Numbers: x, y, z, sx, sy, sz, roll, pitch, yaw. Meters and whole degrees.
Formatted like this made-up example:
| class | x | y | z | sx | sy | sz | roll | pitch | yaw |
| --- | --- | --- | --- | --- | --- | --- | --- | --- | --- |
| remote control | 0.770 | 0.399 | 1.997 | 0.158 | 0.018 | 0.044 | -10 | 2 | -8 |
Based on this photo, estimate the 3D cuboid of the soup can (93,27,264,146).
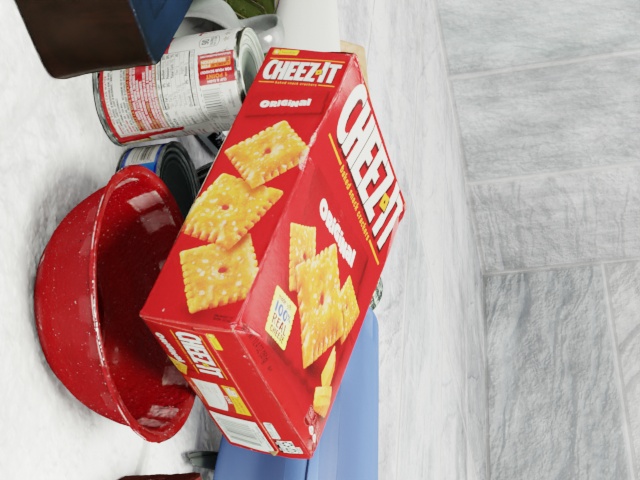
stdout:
| class | x | y | z | sx | sy | sz | roll | pitch | yaw |
| --- | --- | --- | --- | --- | --- | --- | --- | --- | --- |
| soup can | -0.092 | -0.103 | 0.718 | 0.068 | 0.102 | 0.068 | -6 | 90 | -77 |

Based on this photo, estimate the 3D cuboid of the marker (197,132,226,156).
| class | x | y | z | sx | sy | sz | roll | pitch | yaw |
| --- | --- | --- | --- | --- | --- | --- | --- | --- | --- |
| marker | -0.091 | -0.087 | 0.899 | 0.121 | 0.020 | 0.020 | 51 | 35 | -67 |

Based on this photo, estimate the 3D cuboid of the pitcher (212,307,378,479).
| class | x | y | z | sx | sy | sz | roll | pitch | yaw |
| --- | --- | --- | --- | --- | --- | --- | --- | --- | --- |
| pitcher | -0.013 | 0.153 | 0.800 | 0.144 | 0.149 | 0.242 | 42 | 42 | -41 |

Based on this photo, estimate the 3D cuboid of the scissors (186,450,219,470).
| class | x | y | z | sx | sy | sz | roll | pitch | yaw |
| --- | --- | --- | --- | --- | --- | --- | --- | --- | --- |
| scissors | -0.068 | 0.200 | 0.870 | 0.201 | 0.016 | 0.096 | -7 | 90 | -77 |

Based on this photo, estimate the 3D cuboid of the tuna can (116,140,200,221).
| class | x | y | z | sx | sy | sz | roll | pitch | yaw |
| --- | --- | --- | --- | --- | --- | --- | --- | --- | --- |
| tuna can | -0.112 | -0.025 | 0.747 | 0.086 | 0.034 | 0.086 | -6 | 90 | -77 |

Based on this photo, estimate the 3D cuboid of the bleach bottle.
| class | x | y | z | sx | sy | sz | roll | pitch | yaw |
| --- | --- | --- | --- | --- | --- | --- | --- | --- | --- |
| bleach bottle | -0.015 | -0.181 | 0.911 | 0.250 | 0.068 | 0.103 | -88 | -171 | -48 |

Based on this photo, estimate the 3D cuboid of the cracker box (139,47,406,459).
| class | x | y | z | sx | sy | sz | roll | pitch | yaw |
| --- | --- | --- | --- | --- | --- | --- | --- | --- | --- |
| cracker box | -0.017 | 0.009 | 0.687 | 0.164 | 0.072 | 0.213 | 67 | 39 | -49 |

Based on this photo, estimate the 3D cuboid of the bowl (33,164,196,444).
| class | x | y | z | sx | sy | sz | roll | pitch | yaw |
| --- | --- | --- | --- | --- | --- | --- | --- | --- | --- |
| bowl | -0.121 | 0.039 | 0.626 | 0.162 | 0.055 | 0.162 | -6 | 90 | -77 |
